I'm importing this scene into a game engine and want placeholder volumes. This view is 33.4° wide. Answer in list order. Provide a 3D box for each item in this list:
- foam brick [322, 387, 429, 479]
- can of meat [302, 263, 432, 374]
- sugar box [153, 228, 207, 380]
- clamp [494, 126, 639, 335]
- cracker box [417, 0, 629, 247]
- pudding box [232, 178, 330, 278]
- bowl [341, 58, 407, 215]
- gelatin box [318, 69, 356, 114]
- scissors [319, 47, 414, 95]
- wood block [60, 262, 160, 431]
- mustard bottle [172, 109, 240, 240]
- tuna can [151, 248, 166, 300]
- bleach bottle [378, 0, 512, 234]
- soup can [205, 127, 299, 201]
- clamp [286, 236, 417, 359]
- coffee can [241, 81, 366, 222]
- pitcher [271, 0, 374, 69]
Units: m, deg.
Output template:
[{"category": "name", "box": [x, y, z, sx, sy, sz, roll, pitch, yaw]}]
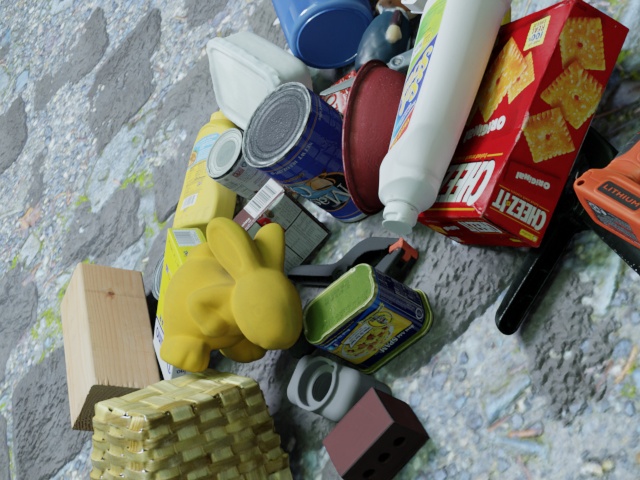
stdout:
[{"category": "foam brick", "box": [0.051, 0.187, 1.002, 0.078, 0.052, 0.051, -50, 39, 14]}, {"category": "can of meat", "box": [0.044, 0.077, 1.054, 0.102, 0.083, 0.057, -40, 42, 25]}, {"category": "sugar box", "box": [-0.161, 0.081, 1.251, 0.093, 0.048, 0.176, -119, 36, -48]}, {"category": "clamp", "box": [0.220, -0.018, 0.951, 0.165, 0.036, 0.210, -27, 47, 36]}, {"category": "cracker box", "box": [0.177, -0.105, 0.989, 0.213, 0.072, 0.164, -65, 16, -6]}, {"category": "pudding box", "box": [-0.058, 0.001, 1.199, 0.113, 0.090, 0.039, -47, 37, 1]}, {"category": "bowl", "box": [0.078, -0.105, 1.094, 0.055, 0.162, 0.162, 4, 68, 25]}, {"category": "gelatin box", "box": [0.031, -0.151, 1.258, 0.073, 0.030, 0.089, -32, 46, 33]}, {"category": "scissors", "box": [0.101, -0.184, 1.166, 0.202, 0.016, 0.096, -32, 53, 7]}, {"category": "wood block", "box": [-0.267, 0.135, 1.351, 0.090, 0.090, 0.206, -60, 32, 34]}, {"category": "mustard bottle", "box": [-0.138, -0.094, 1.392, 0.096, 0.058, 0.191, -20, 53, 50]}, {"category": "tuna can", "box": [-0.177, 0.043, 1.369, 0.086, 0.033, 0.086, -28, 48, 36]}, {"category": "bleach bottle", "box": [0.107, -0.125, 0.995, 0.103, 0.068, 0.250, 140, 150, -65]}, {"category": "soup can", "box": [-0.079, -0.083, 1.282, 0.069, 0.102, 0.068, -28, 48, 36]}, {"category": "clamp", "box": [0.026, 0.055, 1.125, 0.172, 0.039, 0.120, -27, 49, 36]}, {"category": "coffee can", "box": [0.000, -0.095, 1.167, 0.103, 0.140, 0.103, -27, 48, 35]}, {"category": "pitcher", "box": [0.000, -0.336, 1.343, 0.149, 0.144, 0.243, -57, 36, 40]}]
